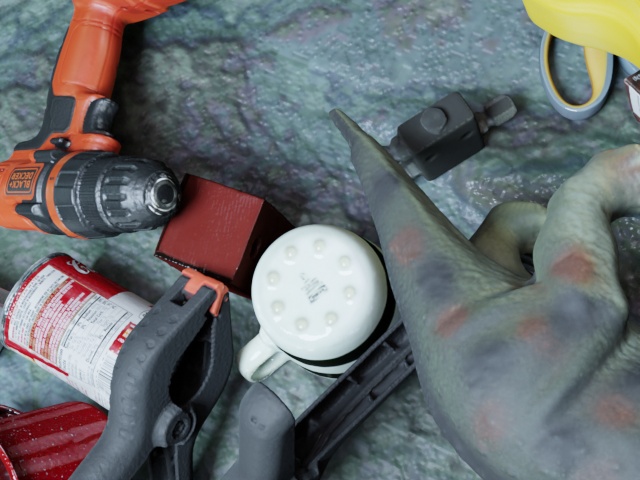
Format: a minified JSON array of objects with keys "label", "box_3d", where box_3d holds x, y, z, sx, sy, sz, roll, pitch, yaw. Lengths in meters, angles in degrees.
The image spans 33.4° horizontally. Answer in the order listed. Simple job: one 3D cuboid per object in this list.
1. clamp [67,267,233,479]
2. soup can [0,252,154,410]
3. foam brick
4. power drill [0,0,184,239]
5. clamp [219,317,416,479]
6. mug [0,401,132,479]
[{"label":"clamp","box_3d":[-0.085,0.102,0.586,0.039,0.120,0.171,26,87,27]},{"label":"soup can","box_3d":[-0.130,0.059,0.637,0.102,0.068,0.068,28,85,18]},{"label":"foam brick","box_3d":[-0.054,0.001,0.626,0.051,0.078,0.053,19,83,16]},{"label":"power drill","box_3d":[-0.128,-0.091,0.644,0.185,0.057,0.187,3,72,45]},{"label":"clamp","box_3d":[-0.025,0.118,0.554,0.036,0.164,0.210,46,118,19]},{"label":"mug","box_3d":[-0.171,0.133,0.613,0.117,0.081,0.093,34,116,31]}]
